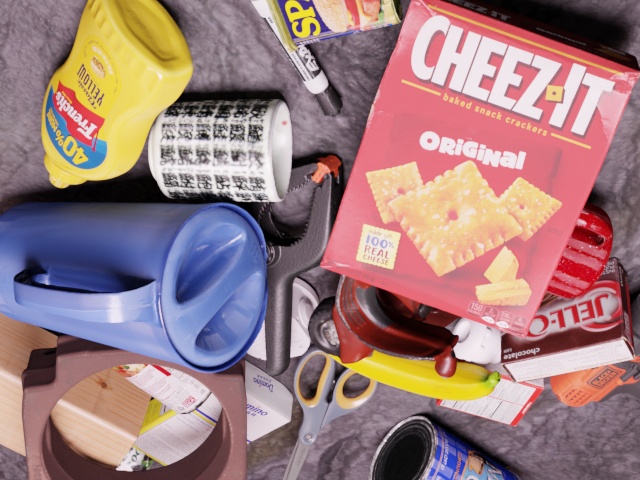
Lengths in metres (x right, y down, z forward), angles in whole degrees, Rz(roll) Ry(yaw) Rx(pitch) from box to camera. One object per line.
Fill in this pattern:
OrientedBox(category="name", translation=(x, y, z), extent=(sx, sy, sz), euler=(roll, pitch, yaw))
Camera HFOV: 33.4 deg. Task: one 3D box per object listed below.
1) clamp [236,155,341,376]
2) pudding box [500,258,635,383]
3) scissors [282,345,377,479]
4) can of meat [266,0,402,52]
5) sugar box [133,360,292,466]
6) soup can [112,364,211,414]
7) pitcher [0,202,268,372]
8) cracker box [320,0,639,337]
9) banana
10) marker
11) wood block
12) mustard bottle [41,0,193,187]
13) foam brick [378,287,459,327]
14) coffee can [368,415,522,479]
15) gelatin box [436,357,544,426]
OrientedBox(category="clamp", translation=(-0.056, 0.001, 0.931), extent=(0.164, 0.036, 0.210), euler=(35, 119, 7))
OrientedBox(category="pudding box", translation=(0.216, 0.072, 0.941), extent=(0.114, 0.090, 0.039), euler=(-18, 130, 26))
OrientedBox(category="scissors", translation=(0.007, 0.195, 1.113), extent=(0.096, 0.016, 0.202), euler=(0, 118, -8))
OrientedBox(category="can of meat", translation=(0.005, -0.188, 0.736), extent=(0.084, 0.057, 0.102), euler=(-10, 133, 16))
OrientedBox(category="sugar box", translation=(-0.122, 0.190, 1.153), extent=(0.176, 0.048, 0.093), euler=(-34, 123, 31))
OrientedBox(category="soup can", translation=(-0.159, 0.121, 1.072), extent=(0.069, 0.068, 0.102), euler=(-28, 125, 32))
OrientedBox(category="pitcher", translation=(-0.177, 0.029, 0.887), extent=(0.243, 0.145, 0.149), euler=(5, 148, 35))
OrientedBox(category="cracker box", translation=(0.111, -0.055, 0.769), extent=(0.164, 0.072, 0.214), euler=(20, 112, 4))
OrientedBox(category="banana", translation=(0.089, 0.120, 1.027), extent=(0.198, 0.037, 0.069), euler=(9, 144, 29))
OrientedBox(category="marker", translation=(-0.015, -0.141, 0.814), extent=(0.020, 0.020, 0.121), euler=(-16, 130, 24))
OrientedBox(category="wood block", translation=(-0.287, 0.156, 1.088), extent=(0.206, 0.090, 0.090), euler=(30, 118, -12))
OrientedBox(category="mustard bottle", translation=(-0.172, -0.104, 0.833), extent=(0.096, 0.058, 0.192), euler=(54, 134, 12))
OrientedBox(category="foam brick", translation=(0.090, 0.053, 0.971), extent=(0.053, 0.051, 0.078), euler=(30, 132, -20))
OrientedBox(category="coffee can", translation=(0.137, 0.265, 1.143), extent=(0.140, 0.102, 0.103), euler=(34, 131, -24))
OrientedBox(category="gelatin box", translation=(0.169, 0.145, 1.067), extent=(0.089, 0.030, 0.073), euler=(17, 136, -4))
